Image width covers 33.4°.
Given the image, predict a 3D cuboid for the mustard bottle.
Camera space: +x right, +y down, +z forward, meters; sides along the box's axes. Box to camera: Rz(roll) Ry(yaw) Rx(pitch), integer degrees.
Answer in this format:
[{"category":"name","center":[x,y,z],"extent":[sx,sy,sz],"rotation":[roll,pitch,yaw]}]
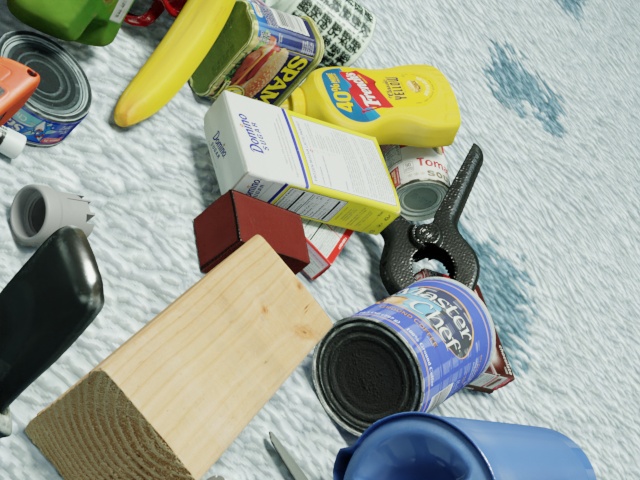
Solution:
[{"category":"mustard bottle","center":[0.037,-0.133,1.060],"extent":[0.191,0.058,0.096],"rotation":[-4,52,-20]}]

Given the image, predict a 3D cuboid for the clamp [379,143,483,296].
[{"category":"clamp","center":[0.087,-0.003,1.015],"extent":[0.164,0.036,0.210],"rotation":[-1,62,-5]}]

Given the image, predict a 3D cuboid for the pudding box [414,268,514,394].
[{"category":"pudding box","center":[0.133,0.088,1.036],"extent":[0.089,0.039,0.113],"rotation":[16,48,-43]}]

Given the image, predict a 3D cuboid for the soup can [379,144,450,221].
[{"category":"soup can","center":[0.099,-0.080,1.122],"extent":[0.068,0.069,0.102],"rotation":[26,43,-35]}]

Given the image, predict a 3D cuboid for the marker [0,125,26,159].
[{"category":"marker","center":[-0.261,-0.091,0.737],"extent":[0.121,0.020,0.020],"rotation":[29,40,-32]}]

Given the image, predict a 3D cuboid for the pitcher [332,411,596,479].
[{"category":"pitcher","center":[0.136,0.205,0.830],"extent":[0.242,0.145,0.149],"rotation":[13,50,-55]}]

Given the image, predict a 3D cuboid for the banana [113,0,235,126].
[{"category":"banana","center":[-0.117,-0.173,0.908],"extent":[0.037,0.197,0.069],"rotation":[27,-12,12]}]

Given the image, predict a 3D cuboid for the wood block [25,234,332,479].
[{"category":"wood block","center":[-0.087,0.088,0.721],"extent":[0.090,0.091,0.205],"rotation":[51,34,-3]}]

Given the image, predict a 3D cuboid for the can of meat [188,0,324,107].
[{"category":"can of meat","center":[-0.062,-0.168,0.976],"extent":[0.083,0.102,0.057],"rotation":[8,50,-44]}]

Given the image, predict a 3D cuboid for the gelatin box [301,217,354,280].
[{"category":"gelatin box","center":[-0.017,-0.019,0.959],"extent":[0.089,0.030,0.073],"rotation":[45,34,-7]}]

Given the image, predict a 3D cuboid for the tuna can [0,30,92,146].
[{"category":"tuna can","center":[-0.215,-0.115,0.801],"extent":[0.086,0.034,0.086],"rotation":[31,39,-30]}]

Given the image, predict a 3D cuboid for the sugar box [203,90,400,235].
[{"category":"sugar box","center":[-0.015,-0.065,0.936],"extent":[0.175,0.048,0.093],"rotation":[11,48,-36]}]

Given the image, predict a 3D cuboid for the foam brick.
[{"category":"foam brick","center":[-0.056,0.001,0.873],"extent":[0.078,0.053,0.051],"rotation":[20,45,-40]}]

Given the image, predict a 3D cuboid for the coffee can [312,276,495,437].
[{"category":"coffee can","center":[0.073,0.096,0.898],"extent":[0.140,0.103,0.103],"rotation":[-20,76,-55]}]
